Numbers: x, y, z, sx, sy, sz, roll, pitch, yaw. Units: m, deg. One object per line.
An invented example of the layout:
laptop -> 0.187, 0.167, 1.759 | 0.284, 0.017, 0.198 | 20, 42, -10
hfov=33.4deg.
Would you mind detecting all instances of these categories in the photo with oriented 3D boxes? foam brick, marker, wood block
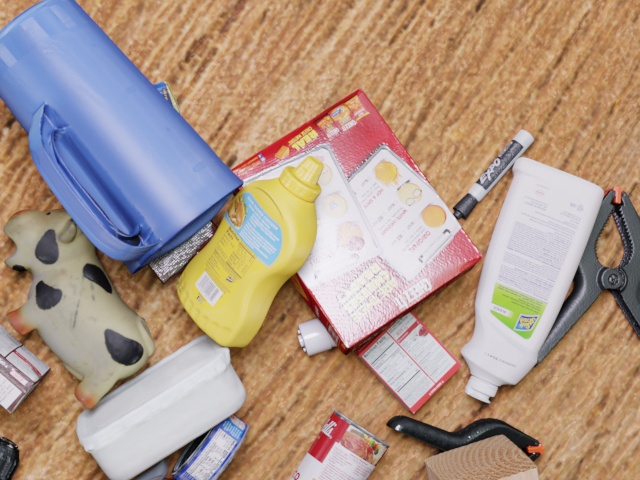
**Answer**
foam brick -> -0.144, 0.001, 1.073 | 0.078, 0.053, 0.051 | -40, 95, -10
marker -> 0.184, -0.069, 1.146 | 0.020, 0.020, 0.121 | 43, 82, -6
wood block -> 0.179, 0.315, 1.076 | 0.090, 0.090, 0.206 | -16, 104, -10

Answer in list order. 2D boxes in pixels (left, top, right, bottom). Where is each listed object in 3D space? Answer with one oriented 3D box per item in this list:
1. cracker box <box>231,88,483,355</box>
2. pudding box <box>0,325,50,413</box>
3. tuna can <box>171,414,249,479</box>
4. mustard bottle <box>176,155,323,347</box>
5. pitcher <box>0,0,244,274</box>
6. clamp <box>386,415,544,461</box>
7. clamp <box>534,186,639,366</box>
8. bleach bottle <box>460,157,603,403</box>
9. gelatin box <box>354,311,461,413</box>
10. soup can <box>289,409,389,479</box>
cracker box -> 0.031, -0.019, 1.071 | 0.164, 0.072, 0.214 | -33, 80, -8
pudding box -> -0.307, 0.113, 1.011 | 0.090, 0.113, 0.039 | 41, 85, -5
tuna can -> -0.109, 0.207, 1.055 | 0.033, 0.086, 0.086 | 39, 82, -5
mustard bottle -> -0.056, 0.001, 1.002 | 0.096, 0.058, 0.192 | 48, 113, 34
pitcher -> -0.197, -0.095, 0.964 | 0.145, 0.149, 0.243 | -41, 93, -12
clamp -> 0.148, 0.222, 1.119 | 0.171, 0.039, 0.120 | -18, 105, -14
clamp -> 0.301, 0.047, 1.154 | 0.164, 0.036, 0.210 | -1, 88, -7
bleach bottle -> 0.206, 0.047, 1.123 | 0.103, 0.068, 0.251 | 23, 90, 14
gelatin box -> 0.091, 0.124, 1.119 | 0.073, 0.030, 0.089 | -44, 96, -7
soup can -> 0.015, 0.233, 1.084 | 0.068, 0.068, 0.102 | 34, 84, -7
